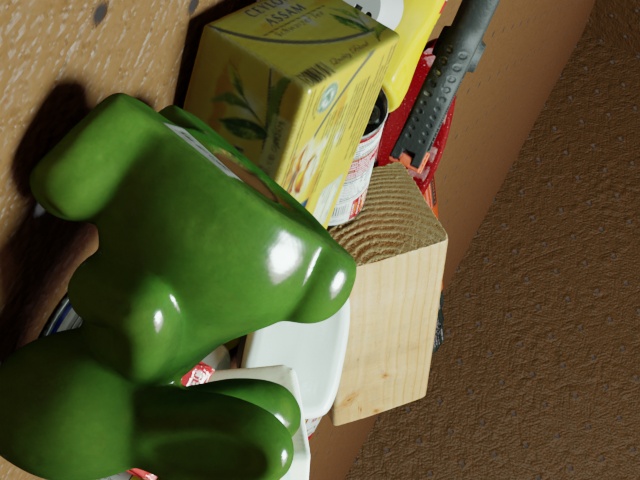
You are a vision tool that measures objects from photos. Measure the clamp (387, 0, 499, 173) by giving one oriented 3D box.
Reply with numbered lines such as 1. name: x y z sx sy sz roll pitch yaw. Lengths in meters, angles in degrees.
1. clamp: 0.111 -0.155 0.830 0.164 0.036 0.210 -52 166 -71

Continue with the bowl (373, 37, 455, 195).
1. bowl: 0.060 -0.098 0.907 0.161 0.055 0.162 -48 148 -43

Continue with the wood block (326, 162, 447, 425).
1. wood block: 0.038 0.048 0.868 0.090 0.091 0.206 -16 140 -14

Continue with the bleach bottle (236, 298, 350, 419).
1. bleach bottle: -0.034 0.091 0.837 0.251 0.068 0.102 131 -27 -76
